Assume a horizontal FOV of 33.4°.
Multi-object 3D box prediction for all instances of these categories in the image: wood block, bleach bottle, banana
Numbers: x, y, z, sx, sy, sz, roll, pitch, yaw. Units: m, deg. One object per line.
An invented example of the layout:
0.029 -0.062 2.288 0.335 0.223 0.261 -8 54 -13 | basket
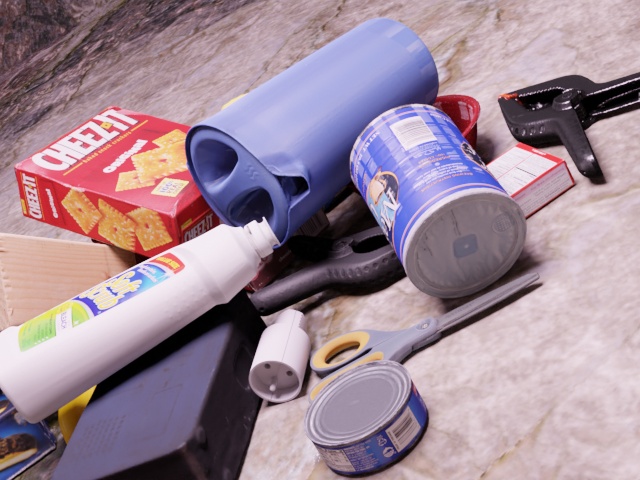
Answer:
-0.271 0.053 1.043 0.090 0.091 0.205 -17 -12 24 | wood block
-0.149 0.054 0.898 0.251 0.068 0.102 -31 22 -1 | bleach bottle
-0.213 0.140 1.008 0.070 0.037 0.197 -21 26 19 | banana

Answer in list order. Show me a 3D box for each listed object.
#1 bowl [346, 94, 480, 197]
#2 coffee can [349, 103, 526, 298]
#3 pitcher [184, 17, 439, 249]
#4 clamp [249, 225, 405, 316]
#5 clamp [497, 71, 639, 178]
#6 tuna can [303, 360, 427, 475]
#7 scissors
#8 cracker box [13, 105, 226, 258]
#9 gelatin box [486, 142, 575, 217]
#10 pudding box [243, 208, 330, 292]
0.094 -0.080 1.065 0.162 0.055 0.162 -25 25 12 | bowl
0.094 -0.035 0.882 0.103 0.102 0.140 -29 40 2 | coffee can
-0.007 -0.112 1.019 0.242 0.149 0.145 -40 -17 -29 | pitcher
0.016 0.025 0.972 0.172 0.039 0.120 -10 33 36 | clamp
0.249 -0.127 1.005 0.164 0.036 0.210 -36 25 -12 | clamp
0.033 0.127 0.766 0.086 0.033 0.086 -25 25 12 | tuna can
0.071 0.070 0.854 0.201 0.016 0.096 -34 25 -8 | scissors
-0.186 -0.064 1.124 0.214 0.072 0.164 17 38 26 | cracker box
0.168 -0.045 0.949 0.089 0.030 0.073 -35 26 -9 | gelatin box
-0.057 0.001 1.096 0.113 0.039 0.090 -41 25 -23 | pudding box
